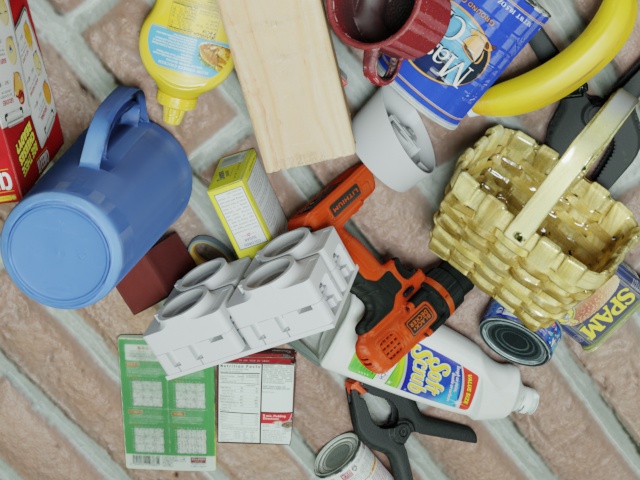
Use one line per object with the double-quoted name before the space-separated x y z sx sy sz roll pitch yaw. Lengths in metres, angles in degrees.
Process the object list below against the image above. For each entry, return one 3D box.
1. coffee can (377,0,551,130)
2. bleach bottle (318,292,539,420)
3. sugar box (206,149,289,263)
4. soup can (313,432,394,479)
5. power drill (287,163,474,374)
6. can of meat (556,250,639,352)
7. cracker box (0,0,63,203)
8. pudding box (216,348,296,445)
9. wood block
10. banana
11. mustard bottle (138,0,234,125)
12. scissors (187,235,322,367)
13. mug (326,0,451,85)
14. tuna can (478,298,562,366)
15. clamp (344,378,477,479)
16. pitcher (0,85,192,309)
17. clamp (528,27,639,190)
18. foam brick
"coffee can" 0.133 -0.190 1.012 0.102 0.103 0.140 35 109 -15
"bleach bottle" 0.130 0.134 1.181 0.250 0.068 0.103 21 114 -11
"sugar box" -0.058 0.002 1.103 0.048 0.093 0.176 -16 113 13
"soup can" 0.047 0.283 1.244 0.068 0.068 0.102 -34 110 14
"power drill" 0.070 0.015 1.102 0.184 0.057 0.187 -41 99 -26
"can of meat" 0.288 0.055 1.148 0.084 0.057 0.102 37 109 -13
"cracker box" -0.315 -0.159 0.993 0.072 0.164 0.214 -7 114 5
"pudding box" -0.073 0.177 1.213 0.090 0.039 0.113 3 112 -1
"wood block" -0.034 -0.178 0.974 0.090 0.091 0.206 -12 123 4
"banana" 0.232 -0.174 1.014 0.198 0.070 0.037 -44 143 17
"mustard bottle" -0.124 -0.202 1.031 0.096 0.058 0.192 13 113 -9
"scissors" -0.090 0.084 1.175 0.096 0.016 0.201 -31 105 18
"mug" 0.063 -0.195 0.945 0.093 0.081 0.117 9 92 30
"tuna can" 0.215 0.098 1.153 0.086 0.033 0.086 25 150 15
"clamp" 0.100 0.213 1.221 0.120 0.039 0.171 -40 103 -20
"pitcher" -0.208 -0.038 1.005 0.145 0.242 0.149 -32 104 15
"clamp" 0.268 -0.136 1.072 0.164 0.036 0.210 10 118 6
"foam brick" -0.173 0.035 1.117 0.053 0.078 0.051 -29 96 25
